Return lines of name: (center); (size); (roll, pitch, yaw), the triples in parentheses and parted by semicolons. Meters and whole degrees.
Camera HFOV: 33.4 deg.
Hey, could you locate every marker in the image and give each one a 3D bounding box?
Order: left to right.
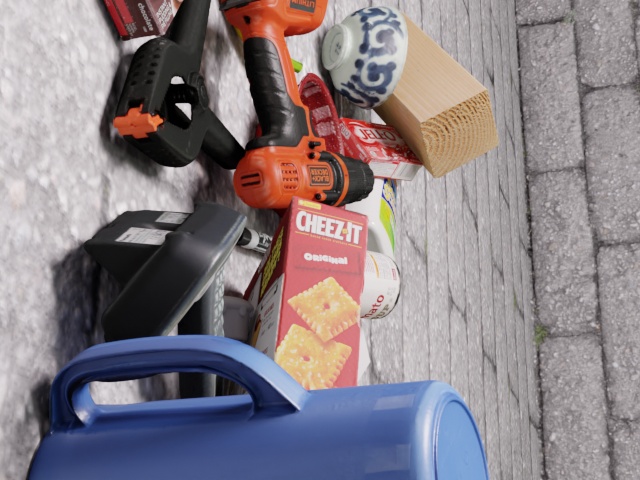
marker: (-0.056, 0.001, 0.954); (0.121, 0.020, 0.020); (22, 64, -70)

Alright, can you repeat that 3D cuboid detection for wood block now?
wood block: (0.118, -0.178, 1.286); (0.206, 0.090, 0.090); (54, -10, 46)

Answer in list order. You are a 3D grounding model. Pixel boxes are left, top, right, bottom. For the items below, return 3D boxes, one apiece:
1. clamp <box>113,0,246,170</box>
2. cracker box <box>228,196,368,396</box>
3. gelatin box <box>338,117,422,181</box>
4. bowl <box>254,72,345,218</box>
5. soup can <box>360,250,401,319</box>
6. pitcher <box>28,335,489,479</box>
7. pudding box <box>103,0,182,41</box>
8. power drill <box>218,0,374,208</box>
clamp: (-0.105, -0.120, 0.805); (0.209, 0.036, 0.164); (-45, 127, -72)
cracker box: (-0.022, 0.101, 0.818); (0.164, 0.072, 0.213); (121, -21, -55)
gelatin box: (0.065, -0.106, 1.237); (0.089, 0.030, 0.073); (4, 41, -41)
bowl: (-0.022, -0.077, 1.025); (0.162, 0.055, 0.162); (-6, 90, -73)
soup can: (0.020, 0.040, 1.031); (0.102, 0.069, 0.068); (10, 73, -40)
pitcher: (-0.037, 0.136, 0.599); (0.149, 0.243, 0.145); (44, 41, -53)
pudding box: (-0.127, -0.210, 0.760); (0.113, 0.039, 0.090); (-77, 154, -46)
power drill: (-0.016, -0.117, 0.904); (0.184, 0.057, 0.187); (-6, 86, -60)
